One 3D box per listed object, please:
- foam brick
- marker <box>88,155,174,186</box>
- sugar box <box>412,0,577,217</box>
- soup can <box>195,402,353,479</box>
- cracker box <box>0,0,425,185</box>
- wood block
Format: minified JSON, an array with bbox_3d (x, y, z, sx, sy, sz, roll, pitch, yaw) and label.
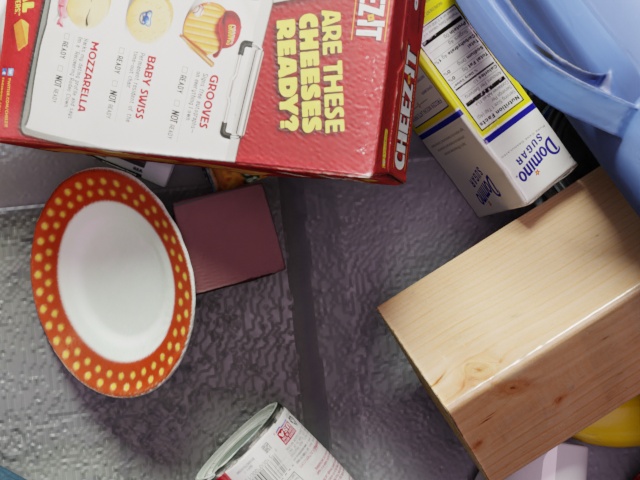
[{"bbox_3d":[-0.054,0.001,0.612,0.053,0.078,0.051,-14,88,-8],"label":"foam brick"},{"bbox_3d":[-0.145,-0.063,0.633,0.121,0.020,0.020,22,85,-5],"label":"marker"},{"bbox_3d":[0.069,-0.098,0.623,0.048,0.093,0.176,-40,94,-8],"label":"sugar box"},{"bbox_3d":[-0.014,0.152,0.616,0.068,0.068,0.102,-43,93,-7],"label":"soup can"},{"bbox_3d":[-0.055,-0.119,0.549,0.214,0.072,0.164,7,92,20],"label":"cracker box"},{"bbox_3d":[0.151,0.034,0.603,0.206,0.091,0.090,-33,133,-1],"label":"wood block"}]
